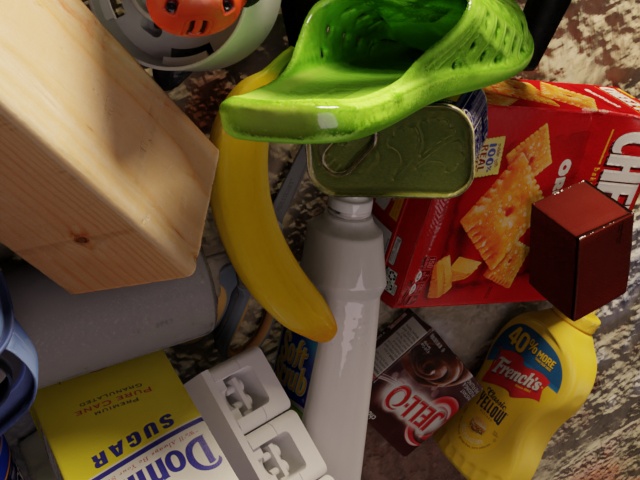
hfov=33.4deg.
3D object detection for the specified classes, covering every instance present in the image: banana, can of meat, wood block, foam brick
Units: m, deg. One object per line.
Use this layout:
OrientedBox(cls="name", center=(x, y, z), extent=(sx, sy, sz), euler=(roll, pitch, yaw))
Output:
OrientedBox(cls="banana", center=(-0.033, -0.017, 0.665), extent=(0.069, 0.037, 0.198), euler=(-9, 114, -5))
OrientedBox(cls="can of meat", center=(0.050, -0.066, 0.660), extent=(0.102, 0.083, 0.057), euler=(1, 112, 17))
OrientedBox(cls="wood block", center=(-0.149, -0.062, 0.546), extent=(0.091, 0.090, 0.206), euler=(-9, 145, 26))
OrientedBox(cls="foam brick", center=(0.188, 0.007, 0.771), extent=(0.053, 0.051, 0.078), euler=(-24, 131, -21))

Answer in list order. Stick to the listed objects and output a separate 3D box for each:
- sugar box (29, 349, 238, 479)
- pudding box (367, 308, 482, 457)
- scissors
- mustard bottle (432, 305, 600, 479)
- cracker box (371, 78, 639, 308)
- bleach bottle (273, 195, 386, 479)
OrientedBox(cls="sugar box", center=(-0.122, 0.121, 0.661), extent=(0.093, 0.176, 0.048), euler=(-18, 128, -22))
OrientedBox(cls="pudding box", center=(0.072, 0.118, 0.878), extent=(0.090, 0.039, 0.113), euler=(-42, 133, -1))
OrientedBox(cls="scissors", center=(-0.055, 0.001, 0.733), extent=(0.096, 0.016, 0.202), euler=(-4, 121, -31))
OrientedBox(cls="mustard bottle", center=(0.179, 0.119, 0.908), extent=(0.058, 0.096, 0.192), euler=(21, 107, -40))
OrientedBox(cls="cracker box", center=(0.144, -0.035, 0.799), extent=(0.213, 0.072, 0.164), euler=(-1, 120, -33))
OrientedBox(cls="bleach bottle", center=(0.003, 0.074, 0.777), extent=(0.068, 0.103, 0.251), euler=(-2, 114, -21))
